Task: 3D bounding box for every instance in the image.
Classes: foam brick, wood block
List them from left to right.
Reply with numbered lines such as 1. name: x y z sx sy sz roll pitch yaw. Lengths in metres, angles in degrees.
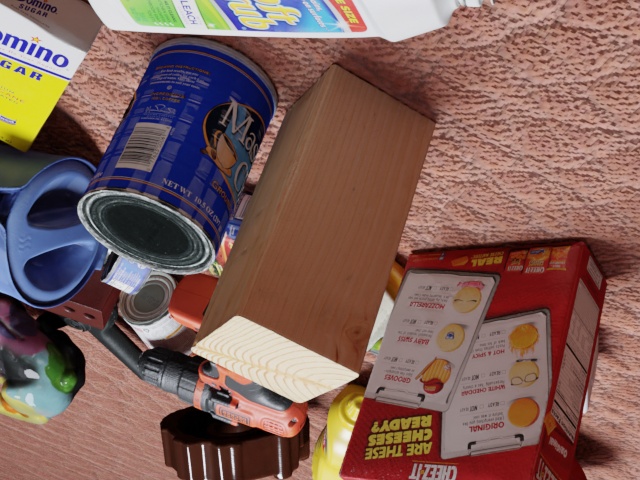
1. foam brick: -0.248 0.050 1.095 0.078 0.051 0.053 19 151 0
2. wood block: -0.002 -0.005 0.742 0.090 0.206 0.090 28 150 -16

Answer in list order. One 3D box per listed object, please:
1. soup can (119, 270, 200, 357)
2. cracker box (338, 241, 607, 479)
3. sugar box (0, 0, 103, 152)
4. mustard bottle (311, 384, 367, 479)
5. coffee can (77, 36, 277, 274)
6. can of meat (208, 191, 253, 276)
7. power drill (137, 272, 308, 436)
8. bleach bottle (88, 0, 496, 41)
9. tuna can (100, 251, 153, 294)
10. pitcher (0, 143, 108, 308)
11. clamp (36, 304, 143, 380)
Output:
1. soup can: -0.163 0.086 1.133 0.069 0.068 0.102 5 147 24
2. cracker box: 0.126 0.109 0.847 0.164 0.213 0.072 -5 143 36
3. sugar box: -0.239 -0.139 0.825 0.093 0.048 0.176 29 151 -16
4. mustard bottle: 0.031 0.216 1.202 0.058 0.096 0.192 19 151 2
5. coffee can: -0.101 -0.061 0.774 0.103 0.140 0.103 15 150 8
6. can of meat: -0.056 0.001 0.939 0.084 0.057 0.102 15 151 13
7. power drill: -0.099 0.109 1.029 0.184 0.057 0.188 17 145 11
8. bleach bottle: -0.021 -0.166 0.633 0.251 0.068 0.102 7 149 18
9. tuna can: -0.169 0.006 0.984 0.033 0.086 0.086 27 150 -16
10. pitcher: -0.317 -0.029 0.969 0.243 0.144 0.149 15 126 25
11. clamp: -0.281 0.083 1.229 0.165 0.036 0.210 17 149 17
